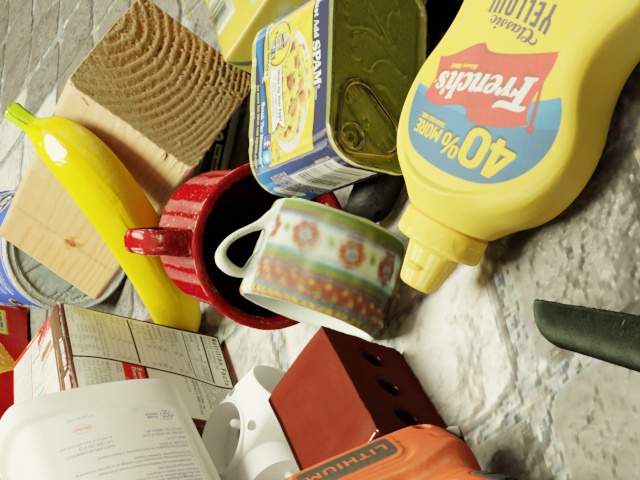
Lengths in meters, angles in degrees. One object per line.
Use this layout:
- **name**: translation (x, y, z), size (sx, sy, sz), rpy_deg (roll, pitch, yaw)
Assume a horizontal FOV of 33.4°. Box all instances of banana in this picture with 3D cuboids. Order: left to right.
- **banana**: translation (-0.117, -0.005, 0.655), size (0.037, 0.197, 0.070), rpy_deg (-38, 27, -15)

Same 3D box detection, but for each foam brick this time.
- **foam brick**: translation (0.019, 0.087, 0.500), size (0.051, 0.052, 0.078), rpy_deg (-57, 35, 19)

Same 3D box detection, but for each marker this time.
- **marker**: translation (-0.067, -0.085, 0.759), size (0.020, 0.020, 0.121), rpy_deg (-9, 65, 55)

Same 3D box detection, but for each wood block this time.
- **wood block**: translation (-0.137, -0.054, 0.721), size (0.206, 0.090, 0.090), rpy_deg (-43, 14, 53)

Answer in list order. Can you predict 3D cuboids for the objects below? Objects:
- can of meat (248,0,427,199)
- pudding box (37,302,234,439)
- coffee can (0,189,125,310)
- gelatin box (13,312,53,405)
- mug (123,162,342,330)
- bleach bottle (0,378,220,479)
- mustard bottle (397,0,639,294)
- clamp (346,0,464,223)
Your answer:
- **can of meat**: translation (0.006, -0.076, 0.544), size (0.084, 0.057, 0.102), rpy_deg (-16, 68, 55)
- **pudding box**: translation (-0.105, 0.087, 0.632), size (0.039, 0.113, 0.090), rpy_deg (-59, 32, 22)
- **coffee can**: translation (-0.230, 0.005, 0.877), size (0.141, 0.102, 0.103), rpy_deg (-2, 71, 57)
- **gelatin box**: translation (-0.221, 0.115, 0.871), size (0.073, 0.030, 0.089), rpy_deg (-49, 37, 28)
- **mug**: translation (-0.054, 0.001, 0.606), size (0.082, 0.117, 0.093), rpy_deg (7, 99, 63)
- **bleach bottle**: translation (-0.071, 0.173, 0.479), size (0.251, 0.102, 0.068), rpy_deg (-124, 34, -44)
- **mustard bottle**: translation (0.086, -0.064, 0.475), size (0.096, 0.058, 0.192), rpy_deg (34, 104, 39)
- **clamp**: translation (0.055, -0.089, 0.560), size (0.172, 0.039, 0.120), rpy_deg (-40, 53, 43)
